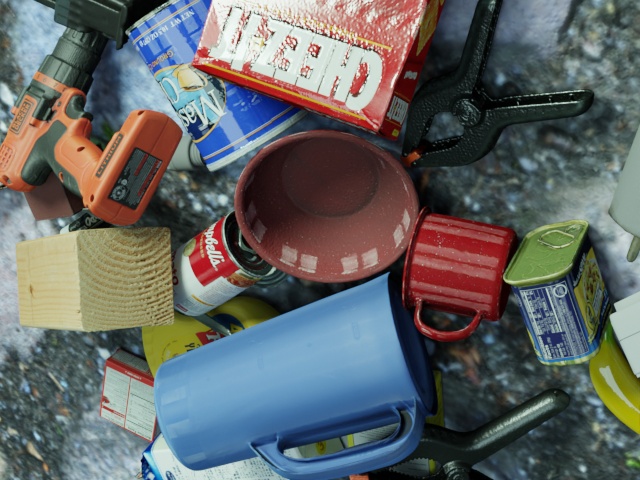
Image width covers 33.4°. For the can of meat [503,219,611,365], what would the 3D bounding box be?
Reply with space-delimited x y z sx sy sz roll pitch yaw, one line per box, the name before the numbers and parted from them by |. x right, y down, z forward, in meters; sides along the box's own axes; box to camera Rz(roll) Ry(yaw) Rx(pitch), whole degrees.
can of meat | 0.199 0.043 0.878 0.058 0.102 0.084 -12 111 31

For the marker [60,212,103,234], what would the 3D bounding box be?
marker | -0.229 -0.029 1.112 0.121 0.020 0.020 -29 99 35

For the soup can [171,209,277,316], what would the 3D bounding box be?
soup can | -0.097 0.023 0.996 0.102 0.068 0.068 -31 99 36

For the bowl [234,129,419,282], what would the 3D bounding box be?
bowl | 0.007 -0.041 0.944 0.162 0.055 0.162 3 127 4

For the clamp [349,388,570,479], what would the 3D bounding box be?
clamp | 0.133 0.204 0.998 0.210 0.036 0.165 4 116 0

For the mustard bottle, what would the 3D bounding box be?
mustard bottle | -0.088 0.107 1.085 0.192 0.058 0.096 -12 101 31

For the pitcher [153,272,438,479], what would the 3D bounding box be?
pitcher | -0.022 0.135 0.962 0.243 0.149 0.145 -19 95 12

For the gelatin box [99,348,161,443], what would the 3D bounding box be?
gelatin box | -0.207 0.174 1.200 0.073 0.030 0.089 22 123 14

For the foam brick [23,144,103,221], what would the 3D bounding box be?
foam brick | -0.254 -0.059 1.074 0.053 0.078 0.051 -5 111 29

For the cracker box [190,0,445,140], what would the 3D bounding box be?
cracker box | 0.014 -0.204 0.813 0.164 0.072 0.214 21 95 16

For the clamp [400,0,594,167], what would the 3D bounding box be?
clamp | 0.135 -0.108 0.871 0.120 0.039 0.172 45 133 6

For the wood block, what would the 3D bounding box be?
wood block | -0.223 0.038 1.030 0.206 0.090 0.091 -5 88 60

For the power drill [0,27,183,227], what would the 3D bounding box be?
power drill | -0.207 -0.107 0.968 0.188 0.057 0.184 29 94 41

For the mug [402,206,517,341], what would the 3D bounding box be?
mug | 0.118 0.033 0.910 0.082 0.117 0.093 11 150 17

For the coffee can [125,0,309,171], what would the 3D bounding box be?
coffee can | -0.088 -0.145 0.927 0.103 0.102 0.140 -24 102 34
